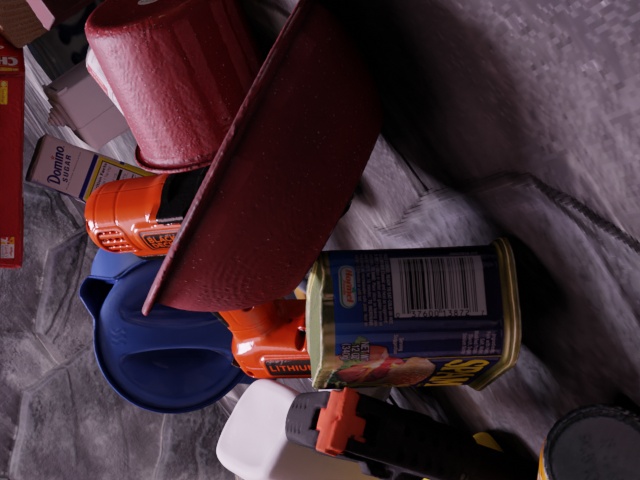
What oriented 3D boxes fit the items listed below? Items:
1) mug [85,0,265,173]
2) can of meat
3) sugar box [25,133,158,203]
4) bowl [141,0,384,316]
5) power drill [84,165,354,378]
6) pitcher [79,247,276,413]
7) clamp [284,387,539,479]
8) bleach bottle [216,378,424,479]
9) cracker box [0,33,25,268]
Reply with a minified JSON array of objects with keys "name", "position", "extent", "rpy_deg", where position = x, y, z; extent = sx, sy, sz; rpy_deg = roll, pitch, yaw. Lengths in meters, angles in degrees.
[{"name":"mug","position":[-0.072,-0.101,0.580],"extent":[0.117,0.093,0.081],"rpy_deg":[-79,-28,-55]},{"name":"can of meat","position":[0.038,0.037,0.488],"extent":[0.102,0.084,0.057],"rpy_deg":[103,165,-73]},{"name":"sugar box","position":[-0.154,-0.037,0.887],"extent":[0.176,0.048,0.093],"rpy_deg":[18,177,-17]},{"name":"bowl","position":[-0.017,-0.029,0.466],"extent":[0.055,0.162,0.162],"rpy_deg":[27,168,-6]},{"name":"power drill","position":[-0.033,0.018,0.682],"extent":[0.185,0.057,0.187],"rpy_deg":[-3,140,32]},{"name":"pitcher","position":[-0.136,0.060,0.962],"extent":[0.243,0.145,0.149],"rpy_deg":[-146,38,-72]},{"name":"clamp","position":[0.049,0.106,0.537],"extent":[0.165,0.036,0.210],"rpy_deg":[11,167,15]},{"name":"bleach bottle","position":[0.054,0.186,0.750],"extent":[0.250,0.068,0.103],"rpy_deg":[34,168,-22]},{"name":"cracker box","position":[-0.279,-0.100,0.870],"extent":[0.214,0.072,0.164],"rpy_deg":[-118,32,-57]}]
